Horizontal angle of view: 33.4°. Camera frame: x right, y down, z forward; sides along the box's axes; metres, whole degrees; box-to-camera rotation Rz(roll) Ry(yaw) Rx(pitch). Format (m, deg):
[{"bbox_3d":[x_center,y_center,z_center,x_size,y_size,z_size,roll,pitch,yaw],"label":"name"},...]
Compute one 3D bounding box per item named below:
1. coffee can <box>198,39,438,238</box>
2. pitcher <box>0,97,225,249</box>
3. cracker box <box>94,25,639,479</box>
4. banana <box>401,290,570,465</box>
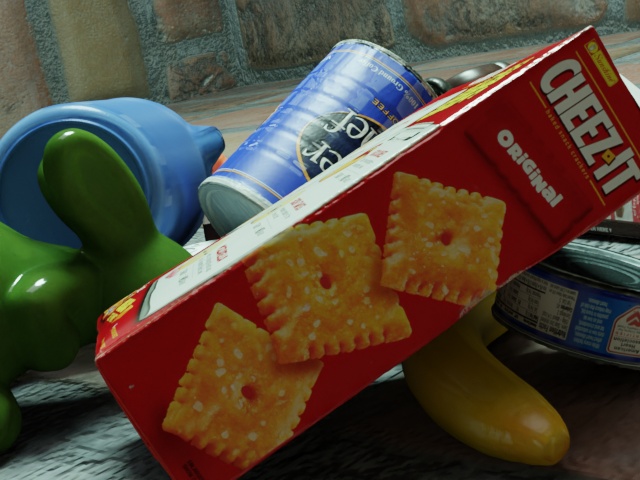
[{"bbox_3d":[0.003,-0.048,0.701,0.140,0.102,0.103,-49,27,-21],"label":"coffee can"},{"bbox_3d":[-0.157,-0.031,0.733,0.145,0.149,0.243,21,4,-3],"label":"pitcher"},{"bbox_3d":[0.013,0.008,0.446,0.213,0.072,0.164,-33,6,-9],"label":"cracker box"},{"bbox_3d":[0.069,0.050,0.472,0.070,0.037,0.197,-10,12,12],"label":"banana"}]
